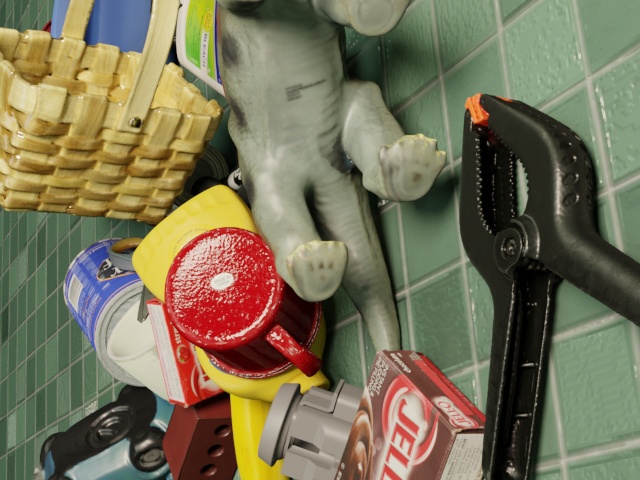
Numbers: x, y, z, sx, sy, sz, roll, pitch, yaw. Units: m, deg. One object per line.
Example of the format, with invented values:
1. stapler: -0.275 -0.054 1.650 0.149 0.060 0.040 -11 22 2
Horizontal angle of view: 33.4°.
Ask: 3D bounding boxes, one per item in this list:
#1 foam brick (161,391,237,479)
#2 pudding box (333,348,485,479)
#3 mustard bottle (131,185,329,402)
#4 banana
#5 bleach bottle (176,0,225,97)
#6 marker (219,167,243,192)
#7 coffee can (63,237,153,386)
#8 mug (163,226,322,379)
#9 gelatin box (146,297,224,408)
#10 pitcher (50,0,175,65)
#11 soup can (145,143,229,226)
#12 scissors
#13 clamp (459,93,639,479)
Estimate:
1. foam brick: -0.094 0.159 0.895 0.051 0.052 0.078 59 136 49
2. pudding box: 0.052 0.134 0.631 0.090 0.039 0.113 45 125 55
3. mustard bottle: -0.052 0.057 0.780 0.096 0.058 0.192 -38 69 1
4. banana: -0.045 0.130 0.818 0.070 0.037 0.198 126 141 -51
5. bleach bottle: -0.041 -0.150 0.837 0.251 0.068 0.103 40 125 55
6. marker: -0.058 -0.057 0.898 0.121 0.020 0.020 -23 65 59
7. coffee can: -0.180 0.065 1.021 0.140 0.102 0.103 34 116 60
8. mug: -0.045 0.047 0.704 0.093 0.081 0.117 -45 68 -2
9. gelatin box: -0.093 0.080 0.855 0.030 0.073 0.089 0 105 52
10. pitcher: -0.216 -0.217 1.103 0.149 0.144 0.243 141 131 -58
11. soup can: -0.134 -0.052 0.990 0.102 0.068 0.068 -13 74 61
12. scissors: -0.162 0.029 0.940 0.201 0.096 0.016 -60 -37 -65
13. clamp: 0.108 0.015 0.548 0.165 0.036 0.210 -57 36 41
